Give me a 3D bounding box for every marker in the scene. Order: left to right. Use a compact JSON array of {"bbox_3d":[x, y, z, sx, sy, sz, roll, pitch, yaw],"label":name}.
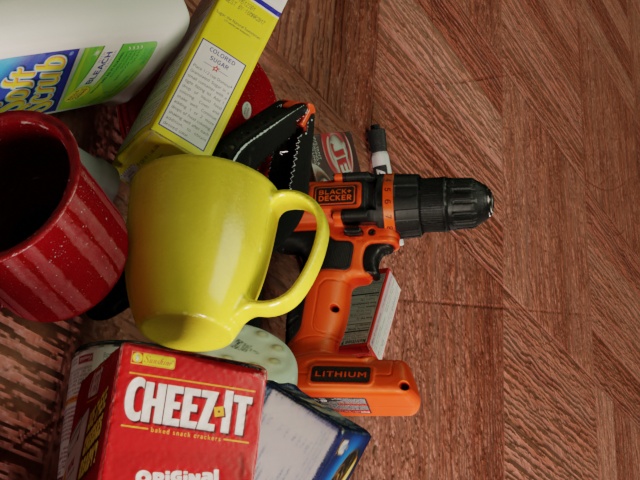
[{"bbox_3d":[0.062,-0.054,1.036,0.020,0.020,0.121,4,76,-60],"label":"marker"}]

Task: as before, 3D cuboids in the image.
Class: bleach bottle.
[{"bbox_3d":[-0.182,-0.096,0.568,0.068,0.103,0.250,55,37,4],"label":"bleach bottle"}]

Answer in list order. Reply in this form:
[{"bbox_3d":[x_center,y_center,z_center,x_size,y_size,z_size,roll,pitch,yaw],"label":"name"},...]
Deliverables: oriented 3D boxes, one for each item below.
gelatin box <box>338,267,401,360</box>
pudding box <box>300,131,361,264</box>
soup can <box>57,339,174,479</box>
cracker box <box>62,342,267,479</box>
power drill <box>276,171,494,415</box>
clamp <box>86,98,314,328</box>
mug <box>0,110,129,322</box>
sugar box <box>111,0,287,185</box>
[{"bbox_3d":[0.020,0.066,0.860,0.030,0.073,0.089,59,34,-35],"label":"gelatin box"},{"bbox_3d":[0.007,-0.036,0.913,0.089,0.039,0.113,-16,93,-61],"label":"pudding box"},{"bbox_3d":[-0.114,0.116,0.615,0.068,0.069,0.102,34,50,-50],"label":"soup can"},{"bbox_3d":[-0.085,0.165,0.478,0.072,0.164,0.213,12,74,-16],"label":"cracker box"},{"bbox_3d":[0.038,0.035,0.797,0.057,0.184,0.187,65,25,-59],"label":"power drill"},{"bbox_3d":[-0.055,0.001,0.733,0.210,0.036,0.164,-60,139,-17],"label":"clamp"},{"bbox_3d":[-0.161,0.000,0.562,0.117,0.093,0.081,-47,149,-12],"label":"mug"},{"bbox_3d":[-0.068,-0.116,0.677,0.048,0.093,0.176,33,65,-16],"label":"sugar box"}]
